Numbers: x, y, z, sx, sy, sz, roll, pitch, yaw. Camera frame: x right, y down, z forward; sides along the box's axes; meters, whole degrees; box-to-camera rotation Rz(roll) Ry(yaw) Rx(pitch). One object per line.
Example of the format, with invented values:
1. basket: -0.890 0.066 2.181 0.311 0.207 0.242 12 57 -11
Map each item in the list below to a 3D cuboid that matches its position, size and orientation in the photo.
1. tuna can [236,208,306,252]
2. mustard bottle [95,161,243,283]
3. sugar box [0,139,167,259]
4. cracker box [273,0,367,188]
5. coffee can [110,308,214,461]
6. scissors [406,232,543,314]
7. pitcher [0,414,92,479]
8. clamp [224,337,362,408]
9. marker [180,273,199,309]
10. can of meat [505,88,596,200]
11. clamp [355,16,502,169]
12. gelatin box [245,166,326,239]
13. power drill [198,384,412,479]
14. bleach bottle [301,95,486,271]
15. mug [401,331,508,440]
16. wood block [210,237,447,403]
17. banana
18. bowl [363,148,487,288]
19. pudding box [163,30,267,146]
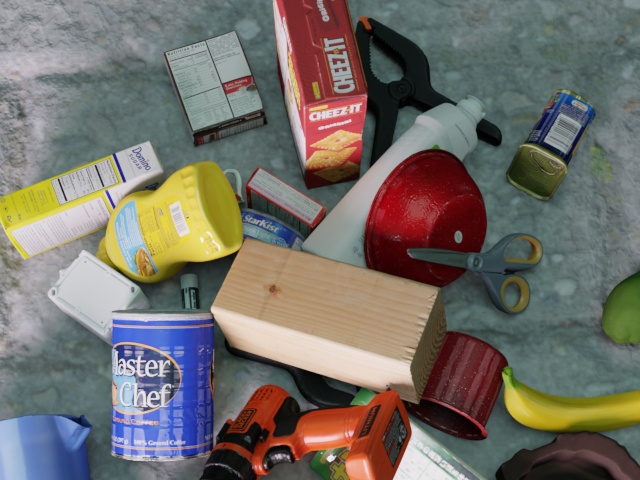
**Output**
1. tuna can: -0.057 0.001 1.132 0.086 0.086 0.033 23 74 7
2. mustard bottle: -0.168 -0.008 1.103 0.192 0.058 0.096 -21 87 38
3. sugar box: -0.251 -0.043 1.142 0.176 0.093 0.048 -24 73 -9
4. cracker box: -0.001 -0.170 1.122 0.072 0.214 0.164 -11 72 -5
5. coffee can: -0.156 0.139 1.057 0.103 0.103 0.140 0 89 -1
6. scissors: 0.162 0.040 1.098 0.201 0.016 0.096 -11 104 -39
7. pitcher: -0.282 0.294 1.019 0.144 0.149 0.243 -6 74 -25
8. clamp: -0.002 0.112 1.122 0.171 0.039 0.120 34 78 11
9. marker: -0.136 0.095 1.135 0.020 0.020 0.121 -6 72 -3
10. can of meat: 0.253 -0.105 1.163 0.057 0.102 0.084 30 72 9
11. clamp: 0.085 -0.157 1.212 0.164 0.036 0.210 -31 78 -11
12. gelatin box: -0.036 -0.034 1.150 0.089 0.073 0.030 31 73 10
13. power drill: -0.020 0.201 1.006 0.188 0.057 0.184 -6 31 28
14. bleach bottle: 0.093 -0.051 1.138 0.250 0.102 0.068 -49 42 -13
15. mug: 0.130 0.140 1.085 0.117 0.093 0.081 27 68 1
16. wood block: 0.011 0.077 1.051 0.206 0.090 0.090 15 63 20
17. banana: 0.267 0.170 1.089 0.197 0.070 0.037 7 48 -15
18. bowl: 0.121 -0.010 1.098 0.055 0.162 0.162 24 69 45
19. pudding box: -0.120 -0.174 1.216 0.090 0.039 0.113 -19 71 -6
